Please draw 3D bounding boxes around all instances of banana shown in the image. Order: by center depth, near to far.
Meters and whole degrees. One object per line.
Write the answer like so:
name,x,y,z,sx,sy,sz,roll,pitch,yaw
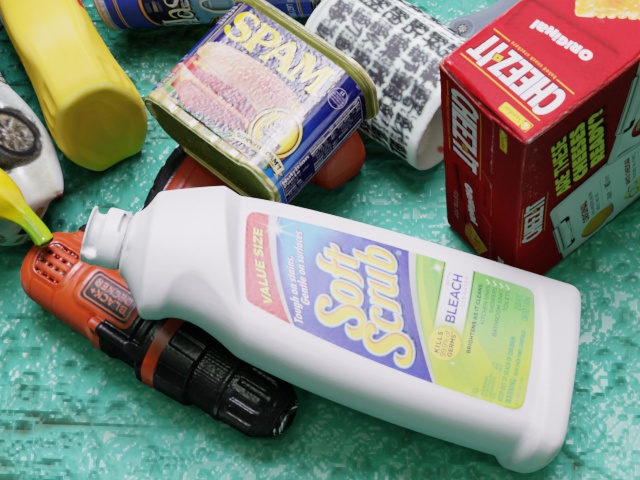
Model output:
banana,-0.247,-0.020,0.624,0.198,0.037,0.069,-5,98,27

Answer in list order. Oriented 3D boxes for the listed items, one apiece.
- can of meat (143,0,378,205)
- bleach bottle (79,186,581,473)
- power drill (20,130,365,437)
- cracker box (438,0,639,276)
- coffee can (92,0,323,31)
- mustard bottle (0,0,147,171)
can of meat,-0.034,-0.075,0.589,0.102,0.057,0.084,37,76,19
bleach bottle,0.002,0.038,0.543,0.250,0.068,0.102,16,66,-5
power drill,-0.054,0.001,0.617,0.184,0.057,0.187,30,70,17
cracker box,0.164,-0.090,0.572,0.213,0.164,0.072,-37,63,-11
coffee can,-0.071,-0.192,0.691,0.140,0.103,0.103,-2,63,7
mustard bottle,-0.175,-0.141,0.675,0.058,0.096,0.192,-29,69,-5
